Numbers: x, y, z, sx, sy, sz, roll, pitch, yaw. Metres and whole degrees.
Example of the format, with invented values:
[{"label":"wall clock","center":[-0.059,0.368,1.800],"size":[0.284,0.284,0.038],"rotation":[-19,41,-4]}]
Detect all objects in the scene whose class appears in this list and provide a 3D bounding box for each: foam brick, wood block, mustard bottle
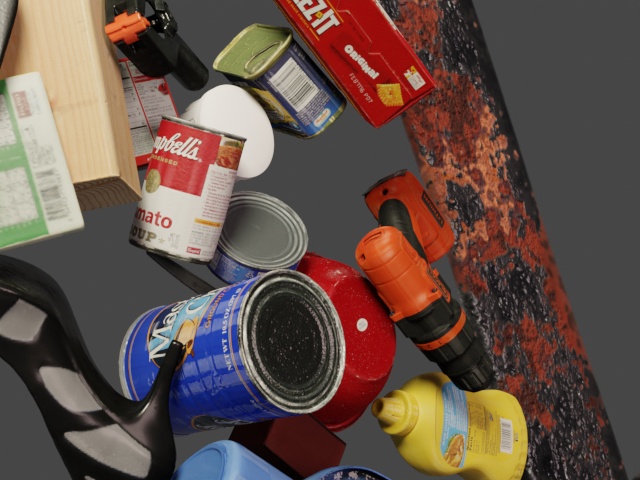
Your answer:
[{"label":"foam brick","center":[-0.028,0.167,0.863],"size":[0.078,0.053,0.051],"rotation":[44,49,-25]},{"label":"wood block","center":[-0.192,-0.127,0.743],"size":[0.090,0.091,0.206],"rotation":[79,0,-81]},{"label":"mustard bottle","center":[0.119,0.176,1.010],"size":[0.191,0.058,0.096],"rotation":[22,64,-40]}]

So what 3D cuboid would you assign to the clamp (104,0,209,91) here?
[{"label":"clamp","center":[-0.125,-0.157,0.816],"size":[0.120,0.039,0.171],"rotation":[58,14,-18]}]

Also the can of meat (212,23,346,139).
[{"label":"can of meat","center":[-0.035,-0.137,0.930],"size":[0.057,0.102,0.084],"rotation":[-49,119,-9]}]

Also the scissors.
[{"label":"scissors","center":[-0.060,0.049,0.899],"size":[0.201,0.016,0.096],"rotation":[50,44,-23]}]

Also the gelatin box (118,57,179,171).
[{"label":"gelatin box","center":[-0.151,-0.100,0.847],"size":[0.073,0.030,0.089],"rotation":[-21,91,-47]}]

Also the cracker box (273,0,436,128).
[{"label":"cracker box","center":[0.011,-0.207,0.948],"size":[0.164,0.072,0.214],"rotation":[49,11,-23]}]

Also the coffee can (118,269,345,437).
[{"label":"coffee can","center":[-0.066,0.086,0.786],"size":[0.102,0.141,0.103],"rotation":[18,64,-42]}]

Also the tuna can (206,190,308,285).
[{"label":"tuna can","center":[-0.056,0.001,0.879],"size":[0.086,0.034,0.086],"rotation":[14,44,-14]}]

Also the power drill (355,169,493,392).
[{"label":"power drill","center":[0.096,0.031,0.983],"size":[0.184,0.057,0.187],"rotation":[54,16,-24]}]

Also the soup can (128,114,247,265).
[{"label":"soup can","center":[-0.103,-0.039,0.820],"size":[0.068,0.069,0.102],"rotation":[13,95,-43]}]

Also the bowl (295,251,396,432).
[{"label":"bowl","center":[0.016,0.080,0.916],"size":[0.161,0.055,0.162],"rotation":[24,57,-43]}]
